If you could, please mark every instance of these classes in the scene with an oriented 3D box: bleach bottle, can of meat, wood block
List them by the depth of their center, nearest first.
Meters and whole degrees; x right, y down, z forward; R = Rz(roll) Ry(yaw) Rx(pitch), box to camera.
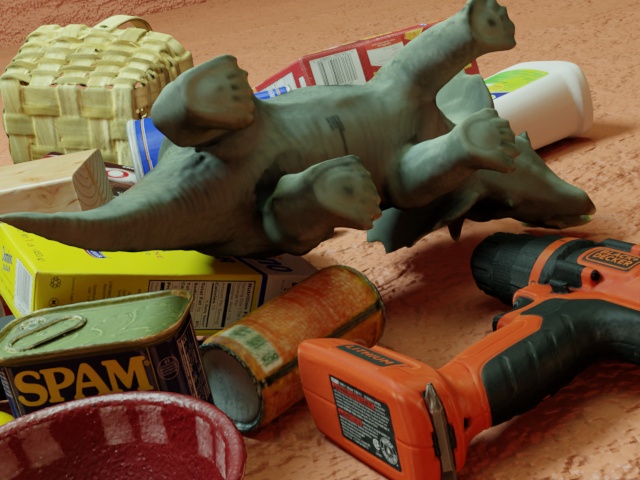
[{"bbox_3d":[-0.105,0.078,0.537,0.102,0.084,0.057,-9,20,10],"label":"can of meat"},{"bbox_3d":[-0.276,-0.004,0.869,0.206,0.091,0.090,-11,19,6],"label":"wood block"},{"bbox_3d":[0.104,-0.081,0.889,0.250,0.068,0.103,-25,20,-27],"label":"bleach bottle"}]

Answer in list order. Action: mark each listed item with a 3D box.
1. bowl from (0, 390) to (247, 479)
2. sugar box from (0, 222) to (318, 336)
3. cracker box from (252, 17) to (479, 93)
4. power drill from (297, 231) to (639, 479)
[{"bbox_3d":[-0.103,0.127,0.438,0.162,0.055,0.162,-11,21,4],"label":"bowl"},{"bbox_3d":[-0.095,0.023,0.637,0.175,0.048,0.093,-1,19,-29],"label":"sugar box"},{"bbox_3d":[0.032,-0.145,1.031,0.164,0.072,0.214,-18,4,-18],"label":"cracker box"},{"bbox_3d":[0.086,0.048,0.544,0.187,0.057,0.185,-23,18,-24],"label":"power drill"}]
